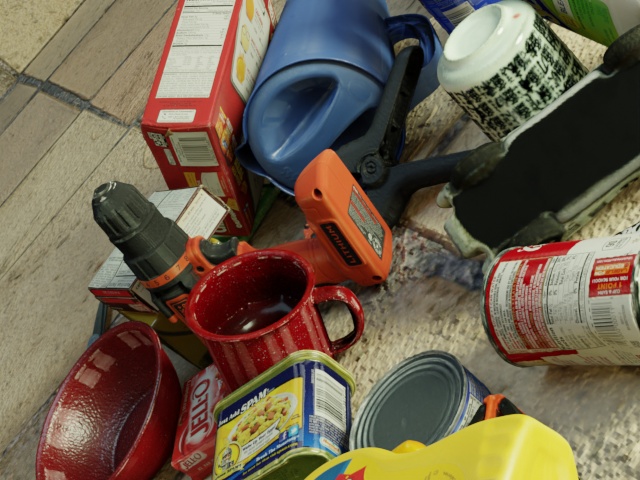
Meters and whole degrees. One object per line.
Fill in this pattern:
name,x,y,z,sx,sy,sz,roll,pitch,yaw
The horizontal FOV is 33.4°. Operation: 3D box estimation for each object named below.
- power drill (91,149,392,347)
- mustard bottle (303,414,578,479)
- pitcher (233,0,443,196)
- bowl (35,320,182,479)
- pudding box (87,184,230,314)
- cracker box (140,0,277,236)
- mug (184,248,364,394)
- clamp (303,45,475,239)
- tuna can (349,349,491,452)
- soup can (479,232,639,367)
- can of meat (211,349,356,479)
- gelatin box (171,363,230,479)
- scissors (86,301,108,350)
power drill,-0.055,0.001,0.798,0.188,0.184,0.057,-21,36,27
mustard bottle,0.029,0.144,0.504,0.192,0.058,0.096,-23,46,44
pitcher,0.019,-0.154,0.954,0.242,0.149,0.145,-84,11,-55
bowl,-0.161,0.149,0.863,0.162,0.055,0.162,-32,41,32
pudding box,-0.138,0.008,0.904,0.090,0.039,0.113,-1,54,55
cracker box,-0.092,-0.136,0.987,0.072,0.164,0.213,2,57,13
mug,-0.027,0.063,0.746,0.117,0.081,0.093,-14,36,7
clamp,0.047,-0.065,0.825,0.172,0.039,0.120,-35,61,25
tuna can,0.060,0.108,0.620,0.086,0.033,0.086,-36,28,23
soup can,0.143,0.032,0.557,0.102,0.068,0.068,-10,45,52
can of meat,-0.025,0.133,0.691,0.102,0.057,0.084,-36,31,26
gelatin box,-0.074,0.127,0.804,0.073,0.030,0.089,-35,28,25
scissors,-0.214,0.103,1.072,0.096,0.016,0.201,-29,32,31
